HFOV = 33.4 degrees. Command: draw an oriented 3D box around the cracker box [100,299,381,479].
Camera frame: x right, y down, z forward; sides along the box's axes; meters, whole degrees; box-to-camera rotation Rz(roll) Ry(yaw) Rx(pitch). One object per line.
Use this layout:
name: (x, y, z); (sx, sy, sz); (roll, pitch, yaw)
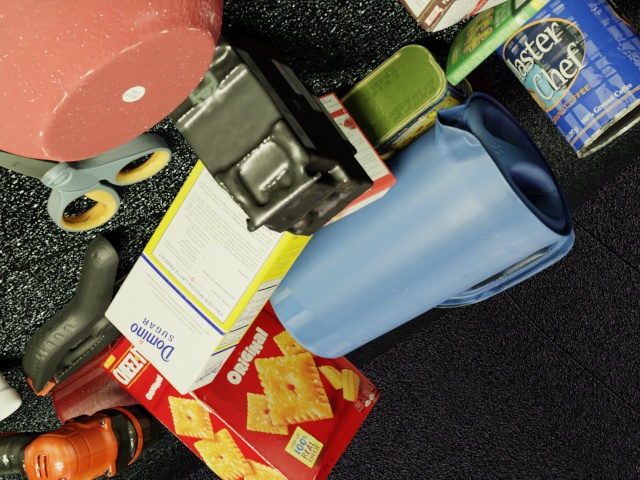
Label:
cracker box: (-0.065, 0.126, 0.973); (0.072, 0.213, 0.164); (-46, 180, 39)

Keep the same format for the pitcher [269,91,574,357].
pitcher: (0.081, 0.003, 0.884); (0.243, 0.149, 0.144); (-35, 175, 27)

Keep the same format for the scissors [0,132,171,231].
scissors: (-0.136, -0.049, 0.622); (0.096, 0.016, 0.202); (-35, 169, -9)

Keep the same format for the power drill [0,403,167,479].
power drill: (-0.244, 0.175, 0.922); (0.188, 0.057, 0.184); (-8, 177, 20)

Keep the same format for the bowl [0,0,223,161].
bowl: (-0.100, -0.085, 0.479); (0.162, 0.055, 0.162); (-34, 169, -8)

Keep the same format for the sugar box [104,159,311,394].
sugar box: (-0.079, 0.017, 0.781); (0.176, 0.093, 0.048); (-55, 162, 26)

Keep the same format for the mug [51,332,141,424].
mug: (-0.212, 0.146, 1.067); (0.081, 0.093, 0.117); (-33, -154, 10)

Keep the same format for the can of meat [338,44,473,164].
can of meat: (0.066, -0.110, 0.869); (0.102, 0.057, 0.083); (-38, 167, 16)

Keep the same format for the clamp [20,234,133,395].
clamp: (-0.183, 0.055, 0.865); (0.210, 0.036, 0.164); (-43, 166, 18)

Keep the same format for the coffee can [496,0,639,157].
coffee can: (0.218, -0.156, 0.905); (0.102, 0.140, 0.103); (-34, 169, -8)

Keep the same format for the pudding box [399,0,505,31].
pudding box: (0.118, -0.193, 0.720); (0.113, 0.039, 0.090); (-30, 168, -35)
